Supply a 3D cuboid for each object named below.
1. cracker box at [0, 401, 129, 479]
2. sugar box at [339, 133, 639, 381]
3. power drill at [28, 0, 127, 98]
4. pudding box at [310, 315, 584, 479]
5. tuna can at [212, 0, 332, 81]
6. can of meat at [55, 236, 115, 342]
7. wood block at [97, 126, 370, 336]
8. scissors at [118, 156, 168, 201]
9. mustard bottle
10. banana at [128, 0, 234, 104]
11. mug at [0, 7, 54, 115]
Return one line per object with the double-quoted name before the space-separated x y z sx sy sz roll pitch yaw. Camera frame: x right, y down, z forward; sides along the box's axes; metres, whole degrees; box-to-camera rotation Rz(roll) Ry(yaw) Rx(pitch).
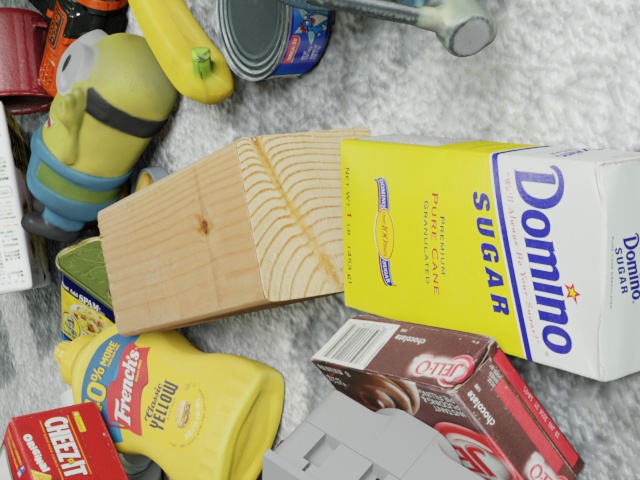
"cracker box" -0.179 0.242 0.741 0.164 0.071 0.214 57 138 32
"sugar box" 0.077 0.000 0.503 0.177 0.048 0.093 12 108 56
"power drill" -0.211 -0.234 0.864 0.188 0.057 0.185 58 135 32
"pudding box" 0.060 0.082 0.520 0.090 0.039 0.114 53 157 -24
"tuna can" -0.029 -0.139 0.637 0.086 0.033 0.086 20 114 53
"can of meat" -0.163 0.059 0.849 0.102 0.057 0.084 31 131 29
"wood block" -0.055 0.001 0.662 0.207 0.090 0.091 -16 83 57
"scissors" -0.162 0.005 0.890 0.096 0.016 0.202 59 141 32
"mustard bottle" -0.120 0.108 0.755 0.192 0.058 0.096 17 88 34
"banana" -0.096 -0.142 0.723 0.198 0.037 0.069 -127 24 -47
"mug" -0.276 -0.163 0.964 0.117 0.093 0.081 -8 86 26
